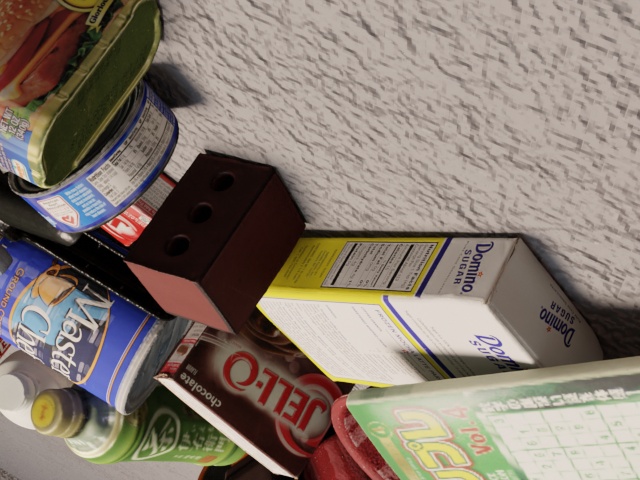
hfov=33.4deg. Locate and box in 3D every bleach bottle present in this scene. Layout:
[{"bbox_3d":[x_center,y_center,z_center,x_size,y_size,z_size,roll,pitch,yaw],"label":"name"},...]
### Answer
[{"bbox_3d":[-0.212,0.139,0.936,0.102,0.068,0.250,33,178,13],"label":"bleach bottle"}]

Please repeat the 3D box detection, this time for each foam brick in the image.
[{"bbox_3d":[-0.054,0.001,0.564,0.053,0.078,0.051,14,150,33],"label":"foam brick"}]

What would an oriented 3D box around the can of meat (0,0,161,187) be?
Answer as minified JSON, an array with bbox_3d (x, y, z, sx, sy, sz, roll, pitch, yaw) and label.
[{"bbox_3d":[-0.131,-0.082,0.470,0.084,0.102,0.057,27,156,7],"label":"can of meat"}]

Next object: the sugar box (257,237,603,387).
[{"bbox_3d":[0.049,0.040,0.555,0.177,0.048,0.093,-2,140,47],"label":"sugar box"}]

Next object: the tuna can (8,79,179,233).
[{"bbox_3d":[-0.114,-0.046,0.538,0.086,0.086,0.033,6,146,46],"label":"tuna can"}]

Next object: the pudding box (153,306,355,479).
[{"bbox_3d":[-0.038,0.086,0.693,0.113,0.090,0.039,41,156,-17],"label":"pudding box"}]

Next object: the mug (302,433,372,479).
[{"bbox_3d":[0.044,0.194,0.786,0.117,0.093,0.081,28,-158,-39],"label":"mug"}]

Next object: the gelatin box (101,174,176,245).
[{"bbox_3d":[-0.136,-0.038,0.649,0.089,0.030,0.073,39,156,-13],"label":"gelatin box"}]

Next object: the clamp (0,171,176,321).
[{"bbox_3d":[-0.190,-0.022,0.657,0.210,0.036,0.164,27,167,14],"label":"clamp"}]

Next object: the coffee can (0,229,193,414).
[{"bbox_3d":[-0.170,0.045,0.762,0.140,0.102,0.103,30,156,7],"label":"coffee can"}]
